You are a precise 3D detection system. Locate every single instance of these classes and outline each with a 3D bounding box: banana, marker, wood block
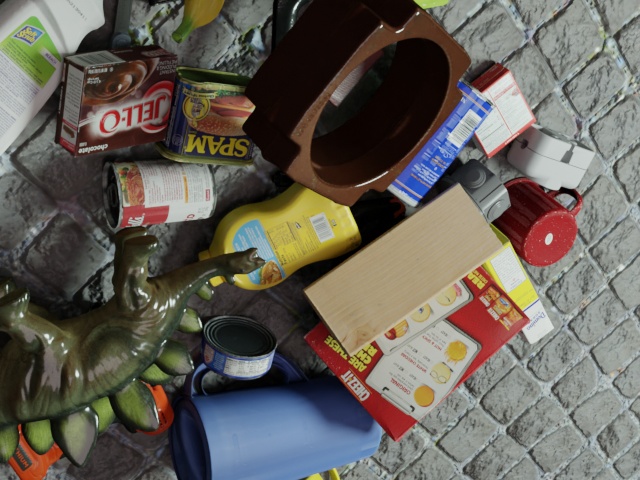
[{"bbox_3d":[-0.118,-0.282,0.969,0.069,0.037,0.198,-25,109,-57],"label":"banana"},{"bbox_3d":[0.000,-0.066,1.198,0.120,0.020,0.020,2,117,-29],"label":"marker"},{"bbox_3d":[0.089,0.034,1.191,0.206,0.090,0.091,-35,87,-4],"label":"wood block"}]

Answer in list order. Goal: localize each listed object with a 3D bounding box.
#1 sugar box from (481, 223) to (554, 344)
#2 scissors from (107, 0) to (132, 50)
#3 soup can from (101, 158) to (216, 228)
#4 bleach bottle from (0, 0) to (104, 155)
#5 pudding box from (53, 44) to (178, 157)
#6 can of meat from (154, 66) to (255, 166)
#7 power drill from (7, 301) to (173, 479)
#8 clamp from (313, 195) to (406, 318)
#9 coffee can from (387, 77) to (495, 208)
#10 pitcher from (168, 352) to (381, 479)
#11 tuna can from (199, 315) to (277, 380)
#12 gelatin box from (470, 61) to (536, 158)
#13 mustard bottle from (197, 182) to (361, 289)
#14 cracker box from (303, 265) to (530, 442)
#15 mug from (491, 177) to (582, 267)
[{"bbox_3d":[0.226,0.047,1.337,0.048,0.093,0.176,-35,128,-4],"label":"sugar box"},{"bbox_3d":[-0.180,-0.181,1.037,0.096,0.016,0.202,15,111,-35],"label":"scissors"},{"bbox_3d":[-0.165,-0.051,1.090,0.102,0.069,0.068,-7,121,-25],"label":"soup can"},{"bbox_3d":[-0.278,-0.155,0.972,0.251,0.068,0.102,-44,133,-1],"label":"bleach bottle"},{"bbox_3d":[-0.191,-0.133,1.002,0.113,0.039,0.090,-16,129,-44],"label":"pudding box"},{"bbox_3d":[-0.109,-0.126,1.082,0.101,0.057,0.084,3,114,-30],"label":"can of meat"},{"bbox_3d":[-0.271,0.173,1.176,0.187,0.057,0.184,-27,121,-10],"label":"power drill"},{"bbox_3d":[0.031,0.016,1.252,0.171,0.039,0.120,-30,131,-3],"label":"clamp"},{"bbox_3d":[0.108,-0.121,1.168,0.102,0.103,0.140,31,101,-37],"label":"coffee can"},{"bbox_3d":[-0.053,0.221,1.285,0.242,0.145,0.149,-8,134,-28],"label":"pitcher"},{"bbox_3d":[-0.095,0.122,1.220,0.086,0.086,0.034,0,120,-28],"label":"tuna can"},{"bbox_3d":[0.201,-0.152,1.245,0.073,0.030,0.089,-39,128,0],"label":"gelatin box"},{"bbox_3d":[-0.058,0.001,1.172,0.191,0.058,0.096,-25,118,0],"label":"mustard bottle"},{"bbox_3d":[0.114,0.107,1.265,0.213,0.164,0.072,-41,169,-3],"label":"cracker box"},{"bbox_3d":[0.273,-0.026,1.325,0.117,0.082,0.093,-33,128,-7],"label":"mug"}]
